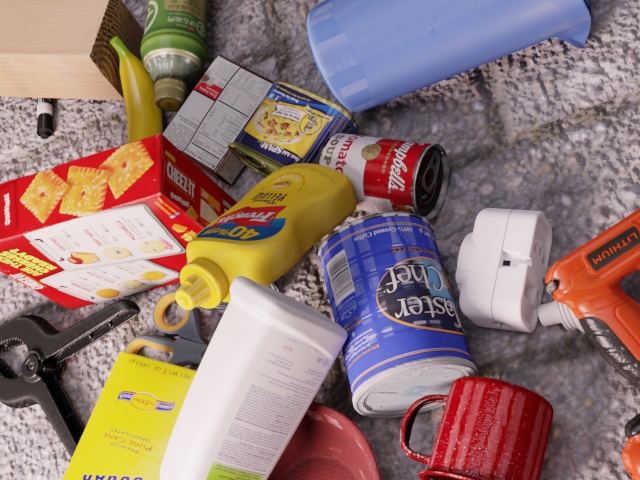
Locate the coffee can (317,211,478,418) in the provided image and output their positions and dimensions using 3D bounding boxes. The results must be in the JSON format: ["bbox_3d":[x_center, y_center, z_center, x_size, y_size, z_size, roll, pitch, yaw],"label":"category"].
[{"bbox_3d":[0.062,0.062,0.882,0.103,0.102,0.140,-23,60,16],"label":"coffee can"}]

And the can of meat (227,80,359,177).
[{"bbox_3d":[-0.024,-0.098,1.024,0.102,0.057,0.084,28,81,33],"label":"can of meat"}]

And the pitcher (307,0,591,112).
[{"bbox_3d":[0.109,-0.220,0.962,0.243,0.144,0.149,-22,60,20],"label":"pitcher"}]

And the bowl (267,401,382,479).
[{"bbox_3d":[-0.015,0.217,0.881,0.162,0.055,0.162,-11,64,23],"label":"bowl"}]

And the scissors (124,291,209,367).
[{"bbox_3d":[-0.102,0.090,0.987,0.202,0.016,0.096,-4,60,36],"label":"scissors"}]

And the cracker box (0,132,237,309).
[{"bbox_3d":[-0.198,-0.012,1.010,0.214,0.164,0.072,-14,61,21],"label":"cracker box"}]

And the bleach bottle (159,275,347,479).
[{"bbox_3d":[-0.078,0.159,0.835,0.068,0.102,0.251,30,92,51],"label":"bleach bottle"}]

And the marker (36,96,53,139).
[{"bbox_3d":[-0.316,-0.169,1.226,0.020,0.020,0.121,-18,62,19],"label":"marker"}]

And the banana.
[{"bbox_3d":[-0.193,-0.116,1.110,0.037,0.069,0.198,-27,59,34],"label":"banana"}]

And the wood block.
[{"bbox_3d":[-0.312,-0.217,1.183,0.206,0.090,0.091,4,67,19],"label":"wood block"}]

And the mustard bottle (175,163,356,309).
[{"bbox_3d":[-0.056,0.001,0.897,0.096,0.058,0.191,6,33,35],"label":"mustard bottle"}]

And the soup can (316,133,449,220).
[{"bbox_3d":[0.055,-0.059,0.959,0.102,0.068,0.068,11,74,31],"label":"soup can"}]

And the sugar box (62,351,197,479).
[{"bbox_3d":[-0.163,0.190,0.920,0.093,0.048,0.176,11,62,21],"label":"sugar box"}]

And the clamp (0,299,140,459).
[{"bbox_3d":[-0.273,0.136,1.058,0.210,0.036,0.164,1,76,32],"label":"clamp"}]

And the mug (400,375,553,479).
[{"bbox_3d":[0.119,0.153,0.820,0.117,0.093,0.081,11,69,22],"label":"mug"}]

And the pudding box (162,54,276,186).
[{"bbox_3d":[-0.097,-0.123,1.083,0.090,0.039,0.113,32,87,33],"label":"pudding box"}]
